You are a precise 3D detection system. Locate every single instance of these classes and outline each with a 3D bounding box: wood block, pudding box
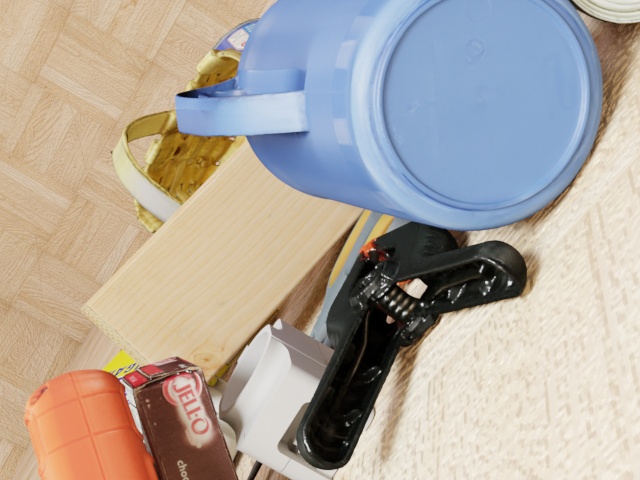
[{"bbox_3d":[-0.055,0.001,0.721,0.206,0.091,0.090,-47,7,-14],"label":"wood block"},{"bbox_3d":[-0.065,0.117,0.538,0.039,0.113,0.090,-17,1,-13],"label":"pudding box"}]

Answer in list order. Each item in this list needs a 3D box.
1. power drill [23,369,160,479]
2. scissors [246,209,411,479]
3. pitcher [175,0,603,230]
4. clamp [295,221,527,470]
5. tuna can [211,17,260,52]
[{"bbox_3d":[-0.091,0.169,0.501,0.188,0.057,0.184,119,134,-62],"label":"power drill"},{"bbox_3d":[0.009,0.050,0.622,0.096,0.016,0.201,-43,19,56],"label":"scissors"},{"bbox_3d":[0.028,-0.071,0.530,0.149,0.145,0.243,-51,15,-1],"label":"pitcher"},{"bbox_3d":[0.042,0.024,0.489,0.120,0.039,0.171,-38,15,17],"label":"clamp"},{"bbox_3d":[-0.063,-0.156,0.965,0.086,0.034,0.086,-35,-24,-18],"label":"tuna can"}]
